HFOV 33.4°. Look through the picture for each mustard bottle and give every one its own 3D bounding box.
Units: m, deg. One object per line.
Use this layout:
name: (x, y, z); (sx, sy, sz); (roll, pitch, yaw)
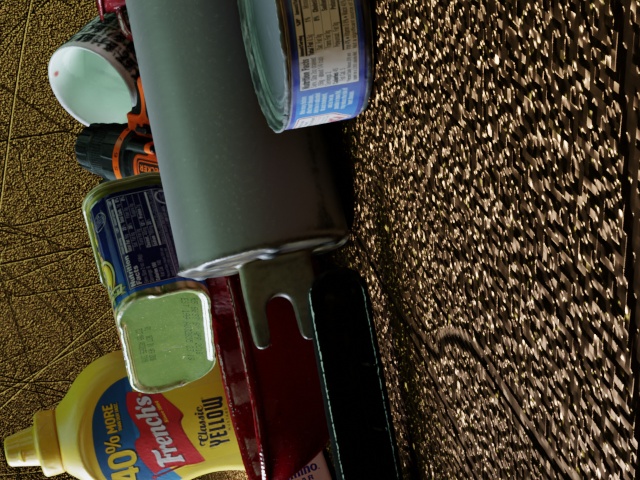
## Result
mustard bottle: (-0.104, 0.114, 0.684); (0.058, 0.191, 0.096); (-131, 32, -71)

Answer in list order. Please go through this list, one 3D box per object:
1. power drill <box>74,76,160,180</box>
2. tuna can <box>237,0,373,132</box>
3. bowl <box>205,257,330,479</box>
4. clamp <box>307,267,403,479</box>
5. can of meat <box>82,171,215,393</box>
power drill: (-0.122, -0.120, 0.740); (0.185, 0.057, 0.188); (14, 119, 42)
tuna can: (-0.008, -0.085, 0.399); (0.086, 0.033, 0.086); (169, 90, -80)
bowl: (-0.024, 0.055, 0.571); (0.162, 0.055, 0.162); (169, 90, -80)
clamp: (0.031, 0.137, 0.415); (0.165, 0.036, 0.210); (-119, 22, -57)
can of meat: (-0.096, 0.026, 0.614); (0.102, 0.057, 0.084); (91, 161, -51)
